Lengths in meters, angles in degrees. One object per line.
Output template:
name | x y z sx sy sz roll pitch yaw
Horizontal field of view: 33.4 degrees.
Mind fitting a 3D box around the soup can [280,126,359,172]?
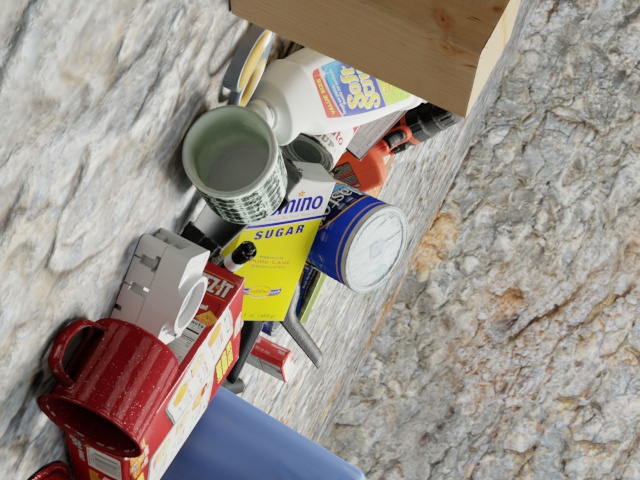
soup can | 0.007 -0.130 1.169 0.102 0.068 0.068 -58 168 -27

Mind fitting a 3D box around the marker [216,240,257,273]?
marker | -0.095 0.029 1.050 0.121 0.020 0.020 -37 -165 51

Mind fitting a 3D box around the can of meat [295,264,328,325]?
can of meat | -0.040 0.046 1.313 0.102 0.084 0.057 -66 169 11

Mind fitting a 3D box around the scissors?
scissors | -0.040 -0.191 0.941 0.096 0.016 0.201 110 6 -54

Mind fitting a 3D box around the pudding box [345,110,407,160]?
pudding box | 0.074 -0.155 1.247 0.114 0.039 0.090 -48 -170 25

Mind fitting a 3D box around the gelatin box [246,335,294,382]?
gelatin box | -0.074 0.154 1.437 0.030 0.073 0.089 -61 168 -17

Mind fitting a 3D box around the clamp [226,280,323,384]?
clamp | -0.051 0.085 1.262 0.039 0.120 0.171 -151 -117 -64

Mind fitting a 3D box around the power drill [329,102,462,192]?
power drill | 0.083 -0.120 1.375 0.185 0.057 0.187 -22 -168 37

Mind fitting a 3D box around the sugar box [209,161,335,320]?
sugar box | -0.057 0.002 1.111 0.093 0.048 0.176 3 123 -32

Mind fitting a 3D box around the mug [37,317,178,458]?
mug | -0.173 0.109 0.854 0.117 0.093 0.081 53 51 -37

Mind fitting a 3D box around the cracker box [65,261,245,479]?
cracker box | -0.155 0.141 1.023 0.213 0.072 0.164 -58 169 -33

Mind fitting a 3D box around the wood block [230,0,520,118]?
wood block | 0.040 -0.189 0.809 0.090 0.206 0.091 -60 168 -23

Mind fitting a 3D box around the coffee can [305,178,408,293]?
coffee can | 0.012 -0.016 1.184 0.102 0.140 0.103 -29 132 -37

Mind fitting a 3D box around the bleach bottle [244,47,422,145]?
bleach bottle | 0.009 -0.145 1.050 0.250 0.068 0.102 -33 122 -46

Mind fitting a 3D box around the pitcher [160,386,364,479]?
pitcher | -0.084 0.256 1.171 0.145 0.243 0.149 -60 176 -25
